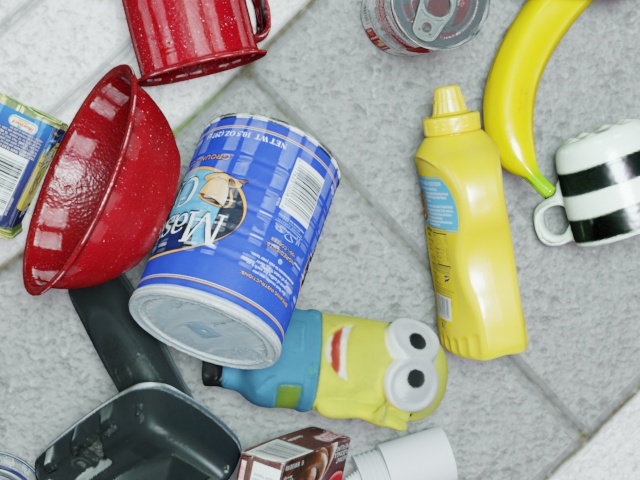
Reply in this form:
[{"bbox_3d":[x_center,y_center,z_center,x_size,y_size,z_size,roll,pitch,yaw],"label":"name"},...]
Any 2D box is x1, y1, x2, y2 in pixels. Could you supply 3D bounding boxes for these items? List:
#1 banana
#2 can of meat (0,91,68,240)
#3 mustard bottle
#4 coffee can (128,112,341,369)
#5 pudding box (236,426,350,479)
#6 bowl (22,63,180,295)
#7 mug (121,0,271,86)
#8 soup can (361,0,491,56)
[{"bbox_3d":[0.163,-0.130,0.788,0.069,0.037,0.198,17,84,3],"label":"banana"},{"bbox_3d":[-0.211,-0.052,0.710,0.057,0.102,0.084,26,90,-11],"label":"can of meat"},{"bbox_3d":[0.104,-0.016,0.769,0.058,0.096,0.191,-11,98,-8],"label":"mustard bottle"},{"bbox_3d":[-0.055,0.001,0.713,0.102,0.103,0.140,25,63,-12],"label":"coffee can"},{"bbox_3d":[-0.023,0.188,0.768,0.039,0.113,0.090,13,95,28],"label":"pudding box"},{"bbox_3d":[-0.138,-0.031,0.703,0.055,0.162,0.162,24,93,-27],"label":"bowl"},{"bbox_3d":[-0.082,-0.158,0.731,0.117,0.093,0.081,-17,96,-38],"label":"mug"},{"bbox_3d":[0.070,-0.163,0.742,0.068,0.102,0.068,-1,97,-10],"label":"soup can"}]
